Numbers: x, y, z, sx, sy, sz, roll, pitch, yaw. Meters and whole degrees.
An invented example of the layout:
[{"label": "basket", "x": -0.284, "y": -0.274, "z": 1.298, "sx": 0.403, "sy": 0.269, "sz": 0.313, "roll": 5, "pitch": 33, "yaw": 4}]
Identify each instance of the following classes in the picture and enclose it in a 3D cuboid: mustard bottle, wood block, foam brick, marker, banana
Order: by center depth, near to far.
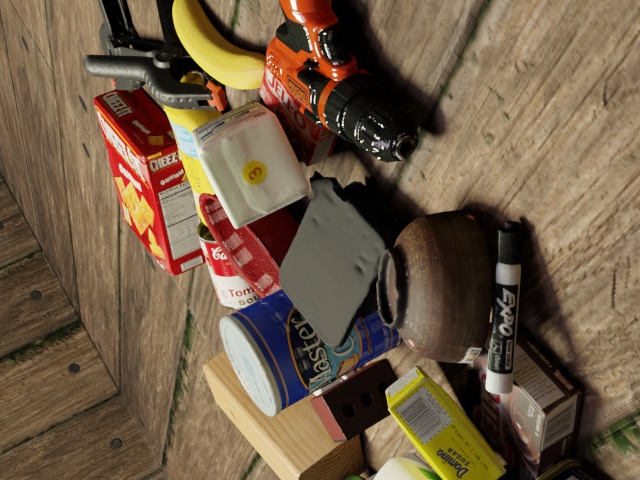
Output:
[{"label": "marker", "x": 0.128, "y": 0.046, "z": 0.735, "sx": 0.020, "sy": 0.020, "sz": 0.121, "roll": 26, "pitch": 117, "yaw": 60}, {"label": "banana", "x": -0.101, "y": -0.190, "z": 1.037, "sx": 0.198, "sy": 0.037, "sz": 0.069, "roll": 48, "pitch": 156, "yaw": 36}, {"label": "foam brick", "x": 0.039, "y": 0.161, "z": 1.071, "sx": 0.053, "sy": 0.078, "sz": 0.051, "roll": 60, "pitch": 160, "yaw": 4}, {"label": "mustard bottle", "x": -0.129, "y": -0.108, "z": 1.180, "sx": 0.096, "sy": 0.058, "sz": 0.191, "roll": 37, "pitch": 148, "yaw": 58}, {"label": "wood block", "x": -0.046, "y": 0.216, "z": 1.303, "sx": 0.206, "sy": 0.090, "sz": 0.091, "roll": 42, "pitch": 157, "yaw": 37}]

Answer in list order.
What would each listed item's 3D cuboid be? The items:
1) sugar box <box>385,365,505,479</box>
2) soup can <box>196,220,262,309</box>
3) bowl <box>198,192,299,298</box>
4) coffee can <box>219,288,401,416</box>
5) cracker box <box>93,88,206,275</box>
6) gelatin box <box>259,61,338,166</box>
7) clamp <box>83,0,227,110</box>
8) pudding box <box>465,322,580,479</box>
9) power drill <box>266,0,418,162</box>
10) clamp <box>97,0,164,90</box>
[{"label": "sugar box", "x": 0.096, "y": 0.152, "z": 0.866, "sx": 0.093, "sy": 0.048, "sz": 0.176, "roll": 51, "pitch": 177, "yaw": 6}, {"label": "soup can", "x": -0.100, "y": 0.022, "z": 1.257, "sx": 0.069, "sy": 0.068, "sz": 0.102, "roll": 38, "pitch": 149, "yaw": 50}, {"label": "bowl", "x": -0.057, "y": 0.001, "z": 1.118, "sx": 0.162, "sy": 0.055, "sz": 0.162, "roll": 45, "pitch": 162, "yaw": 19}, {"label": "coffee can", "x": -0.009, "y": 0.087, "z": 1.003, "sx": 0.103, "sy": 0.140, "sz": 0.103, "roll": 51, "pitch": 157, "yaw": 31}, {"label": "cracker box", "x": -0.227, "y": -0.080, "z": 1.439, "sx": 0.164, "sy": 0.072, "sz": 0.214, "roll": 45, "pitch": 153, "yaw": 40}, {"label": "gelatin box", "x": -0.018, "y": -0.120, "z": 0.929, "sx": 0.089, "sy": 0.030, "sz": 0.073, "roll": 58, "pitch": 159, "yaw": 15}, {"label": "clamp", "x": -0.153, "y": -0.193, "z": 1.112, "sx": 0.172, "sy": 0.120, "sz": 0.039, "roll": 28, "pitch": 166, "yaw": 24}, {"label": "pudding box", "x": 0.149, "y": 0.124, "z": 0.802, "sx": 0.090, "sy": 0.039, "sz": 0.113, "roll": 49, "pitch": 155, "yaw": 37}, {"label": "power drill", "x": 0.005, "y": -0.162, "z": 0.778, "sx": 0.185, "sy": 0.057, "sz": 0.187, "roll": 43, "pitch": 152, "yaw": 44}, {"label": "clamp", "x": -0.249, "y": -0.256, "z": 1.324, "sx": 0.164, "sy": 0.036, "sz": 0.210, "roll": 61, "pitch": 160, "yaw": 6}]
